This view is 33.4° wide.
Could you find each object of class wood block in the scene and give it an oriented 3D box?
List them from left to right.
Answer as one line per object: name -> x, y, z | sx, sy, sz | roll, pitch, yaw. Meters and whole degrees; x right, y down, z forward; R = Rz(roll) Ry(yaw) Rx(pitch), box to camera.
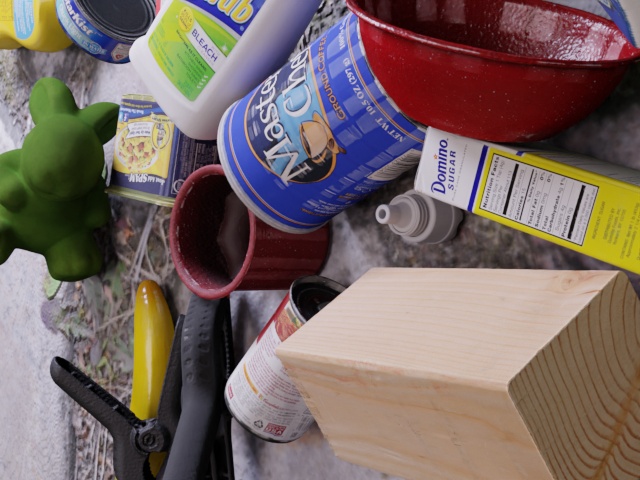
wood block -> 0.077, 0.075, 0.576 | 0.206, 0.090, 0.090 | -1, 122, 58

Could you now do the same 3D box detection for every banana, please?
banana -> -0.148, 0.135, 0.890 | 0.070, 0.037, 0.198 | 22, 105, 41

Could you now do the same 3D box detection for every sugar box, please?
sugar box -> 0.144, -0.019, 0.559 | 0.176, 0.093, 0.048 | 21, 104, 44

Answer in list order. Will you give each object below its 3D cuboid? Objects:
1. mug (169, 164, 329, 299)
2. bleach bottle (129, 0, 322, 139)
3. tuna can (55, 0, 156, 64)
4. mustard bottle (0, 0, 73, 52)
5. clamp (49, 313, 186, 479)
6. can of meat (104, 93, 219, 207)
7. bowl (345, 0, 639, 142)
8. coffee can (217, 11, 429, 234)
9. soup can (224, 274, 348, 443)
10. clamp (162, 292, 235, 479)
mug -> -0.055, 0.001, 0.767 | 0.117, 0.081, 0.093 | -39, 63, 37
bleach bottle -> -0.039, -0.185, 0.707 | 0.103, 0.067, 0.251 | 54, 132, 20
tuna can -> -0.177, -0.190, 0.892 | 0.034, 0.085, 0.086 | -39, 62, 39
mustard bottle -> -0.264, -0.225, 0.999 | 0.192, 0.058, 0.096 | 13, 97, 45
clamp -> -0.143, 0.150, 0.842 | 0.120, 0.039, 0.171 | -10, 93, 10
can of meat -> -0.124, -0.072, 0.857 | 0.102, 0.057, 0.084 | 13, 97, 45
bowl -> 0.090, -0.094, 0.576 | 0.162, 0.161, 0.055 | 31, 123, 41
coffee can -> 0.016, -0.079, 0.682 | 0.141, 0.102, 0.103 | -32, 67, 40
soup can -> -0.015, 0.083, 0.735 | 0.068, 0.068, 0.102 | 55, 126, 31
clamp -> -0.083, 0.118, 0.769 | 0.036, 0.164, 0.210 | -3, 69, 5
